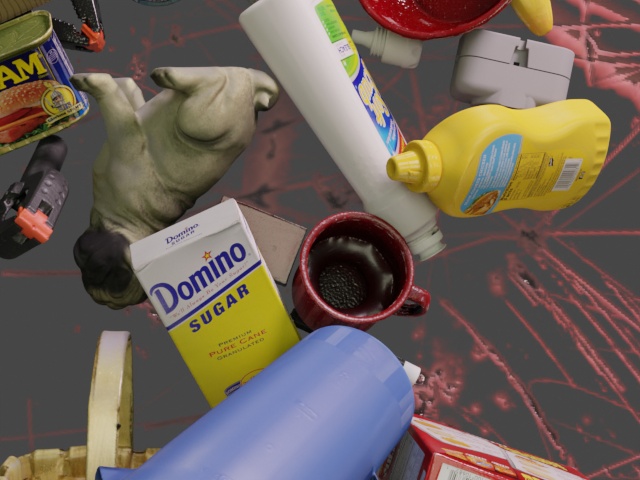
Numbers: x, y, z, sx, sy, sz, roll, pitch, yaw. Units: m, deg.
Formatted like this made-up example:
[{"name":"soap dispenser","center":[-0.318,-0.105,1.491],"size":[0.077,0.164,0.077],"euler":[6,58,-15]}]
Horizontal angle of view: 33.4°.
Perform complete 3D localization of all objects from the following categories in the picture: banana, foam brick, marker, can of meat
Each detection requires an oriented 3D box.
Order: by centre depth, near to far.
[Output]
[{"name":"can of meat","center":[-0.250,-0.127,0.874],"size":[0.102,0.057,0.084],"euler":[-22,129,-2]},{"name":"foam brick","center":[-0.056,0.001,0.896],"size":[0.078,0.053,0.051],"euler":[22,86,-1]},{"name":"marker","center":[0.028,0.090,0.913],"size":[0.121,0.020,0.020],"euler":[28,86,-1]},{"name":"banana","center":[0.181,-0.279,0.929],"size":[0.069,0.037,0.198],"euler":[9,87,0]}]

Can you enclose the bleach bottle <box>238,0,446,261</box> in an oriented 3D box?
[{"name":"bleach bottle","center":[0.030,-0.097,0.893],"size":[0.068,0.102,0.251],"euler":[-30,97,21]}]

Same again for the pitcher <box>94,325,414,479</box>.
[{"name":"pitcher","center":[-0.024,0.167,0.748],"size":[0.145,0.242,0.149],"euler":[-9,109,38]}]

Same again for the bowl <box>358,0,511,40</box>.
[{"name":"bowl","center":[0.109,-0.235,0.897],"size":[0.162,0.055,0.162],"euler":[-5,76,22]}]

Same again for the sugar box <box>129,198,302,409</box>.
[{"name":"sugar box","center":[-0.073,0.063,0.854],"size":[0.093,0.048,0.176],"euler":[-25,121,0]}]

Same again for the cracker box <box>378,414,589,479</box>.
[{"name":"cracker box","center":[0.137,0.200,0.815],"size":[0.164,0.214,0.072],"euler":[19,88,-2]}]

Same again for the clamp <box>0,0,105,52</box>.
[{"name":"clamp","center":[-0.270,-0.229,0.905],"size":[0.164,0.036,0.210],"euler":[-40,86,-2]}]

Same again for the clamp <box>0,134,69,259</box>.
[{"name":"clamp","center":[-0.229,-0.034,0.844],"size":[0.039,0.172,0.120],"euler":[35,79,-27]}]

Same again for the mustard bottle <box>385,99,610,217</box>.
[{"name":"mustard bottle","center":[0.138,-0.064,0.859],"size":[0.191,0.096,0.058],"euler":[-7,44,-28]}]

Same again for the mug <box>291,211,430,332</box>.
[{"name":"mug","center":[0.033,0.037,0.876],"size":[0.117,0.082,0.093],"euler":[17,69,-5]}]
